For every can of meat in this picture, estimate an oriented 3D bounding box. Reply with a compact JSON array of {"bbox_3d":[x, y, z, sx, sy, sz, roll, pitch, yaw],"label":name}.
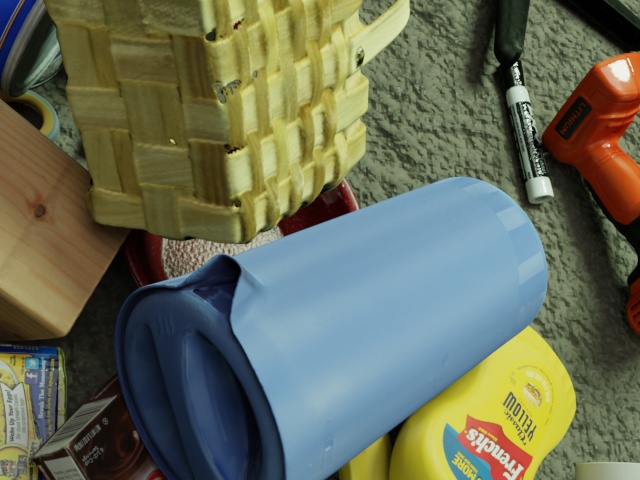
[{"bbox_3d":[-0.190,0.107,0.603,0.083,0.058,0.102,5,69,-21],"label":"can of meat"}]

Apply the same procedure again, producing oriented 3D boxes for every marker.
[{"bbox_3d":[0.158,-0.088,0.827,0.020,0.020,0.121,-2,71,-21],"label":"marker"}]

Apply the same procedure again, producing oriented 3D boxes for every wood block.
[{"bbox_3d":[-0.216,-0.038,0.585,0.206,0.090,0.090,42,61,-28],"label":"wood block"}]

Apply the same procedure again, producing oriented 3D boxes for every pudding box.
[{"bbox_3d":[-0.098,0.122,0.608,0.113,0.039,0.090,-45,111,-48],"label":"pudding box"}]

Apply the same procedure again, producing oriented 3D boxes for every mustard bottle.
[{"bbox_3d":[0.094,0.137,0.672,0.096,0.058,0.191,54,48,-15],"label":"mustard bottle"}]

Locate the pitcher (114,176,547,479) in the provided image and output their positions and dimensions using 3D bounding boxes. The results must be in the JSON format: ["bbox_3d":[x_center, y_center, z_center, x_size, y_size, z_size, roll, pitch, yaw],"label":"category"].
[{"bbox_3d":[0.016,0.056,0.604,0.242,0.149,0.145,-24,87,-39],"label":"pitcher"}]

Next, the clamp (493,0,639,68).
[{"bbox_3d":[0.181,-0.233,0.880,0.164,0.036,0.210,-5,67,-31],"label":"clamp"}]

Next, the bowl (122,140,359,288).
[{"bbox_3d":[-0.055,0.001,0.693,0.162,0.055,0.162,7,68,-18],"label":"bowl"}]
